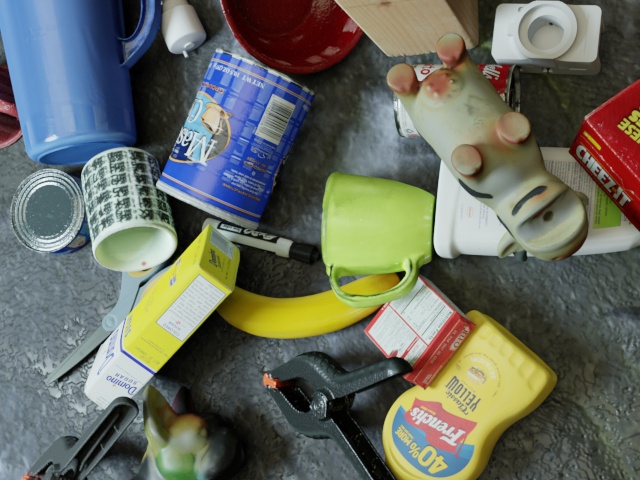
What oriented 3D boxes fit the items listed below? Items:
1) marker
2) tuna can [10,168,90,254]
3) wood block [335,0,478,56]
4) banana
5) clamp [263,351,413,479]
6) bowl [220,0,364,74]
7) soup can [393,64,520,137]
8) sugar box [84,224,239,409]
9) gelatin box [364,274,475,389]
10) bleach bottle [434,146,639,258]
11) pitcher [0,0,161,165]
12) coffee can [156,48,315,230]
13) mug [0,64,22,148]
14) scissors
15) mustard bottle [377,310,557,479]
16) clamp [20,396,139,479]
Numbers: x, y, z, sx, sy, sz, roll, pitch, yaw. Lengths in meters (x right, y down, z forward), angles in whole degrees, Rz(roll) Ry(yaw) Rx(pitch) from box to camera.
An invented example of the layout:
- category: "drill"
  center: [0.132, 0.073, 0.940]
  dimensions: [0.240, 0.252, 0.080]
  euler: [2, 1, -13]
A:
- category: "marker"
  center: [-0.057, 0.001, 1.023]
  dimensions: [0.121, 0.020, 0.020]
  euler: [15, 89, 19]
- category: "tuna can"
  center: [-0.271, -0.028, 1.090]
  dimensions: [0.086, 0.033, 0.086]
  euler: [-2, 84, 18]
- category: "wood block"
  center: [0.072, -0.228, 0.905]
  dimensions: [0.091, 0.206, 0.090]
  euler: [-3, 84, 17]
- category: "banana"
  center: [-0.024, 0.058, 0.997]
  dimensions: [0.198, 0.037, 0.069]
  euler: [3, 86, 19]
- category: "clamp"
  center: [0.014, 0.154, 0.943]
  dimensions: [0.172, 0.039, 0.120]
  euler: [3, 88, 49]
- category: "bowl"
  center: [-0.031, -0.236, 0.993]
  dimensions: [0.055, 0.161, 0.162]
  euler: [15, 89, 60]
- category: "soup can"
  center: [0.123, -0.123, 0.950]
  dimensions: [0.102, 0.068, 0.068]
  euler: [4, 86, 19]
- category: "sugar box"
  center: [-0.147, 0.074, 0.991]
  dimensions: [0.048, 0.093, 0.176]
  euler: [40, 108, -16]
- category: "gelatin box"
  center: [0.087, 0.078, 0.939]
  dimensions: [0.073, 0.030, 0.089]
  euler: [-53, 33, 7]
- category: "bleach bottle"
  center: [0.228, -0.027, 0.909]
  dimensions: [0.251, 0.068, 0.102]
  euler: [5, 86, 17]
- category: "pitcher"
  center: [-0.243, -0.205, 1.053]
  dimensions: [0.149, 0.144, 0.243]
  euler: [-18, 81, 55]
- category: "coffee can"
  center: [-0.079, -0.094, 0.996]
  dimensions: [0.103, 0.102, 0.140]
  euler: [25, 92, 19]
- category: "mug"
  center: [-0.348, -0.143, 1.103]
  dimensions: [0.117, 0.081, 0.093]
  euler: [20, 91, 19]
- category: "scissors"
  center: [-0.208, 0.061, 1.070]
  dimensions: [0.202, 0.016, 0.096]
  euler: [-26, 75, 14]
- category: "mustard bottle"
  center: [0.111, 0.161, 0.930]
  dimensions: [0.096, 0.058, 0.192]
  euler: [42, 99, 27]
- category: "clamp"
  center: [-0.232, 0.217, 0.989]
  dimensions: [0.036, 0.210, 0.164]
  euler: [29, 74, -22]
